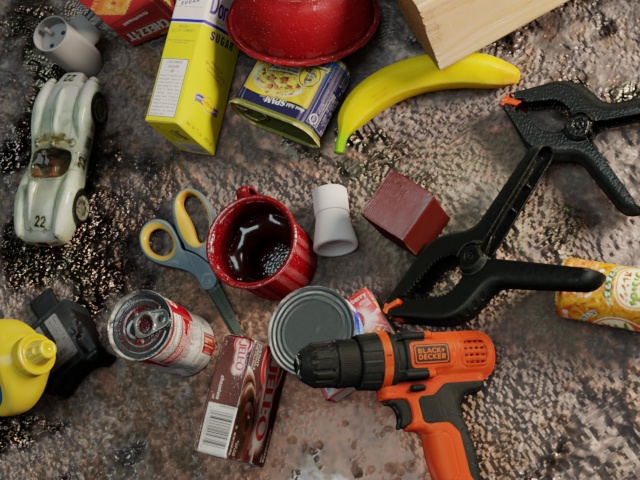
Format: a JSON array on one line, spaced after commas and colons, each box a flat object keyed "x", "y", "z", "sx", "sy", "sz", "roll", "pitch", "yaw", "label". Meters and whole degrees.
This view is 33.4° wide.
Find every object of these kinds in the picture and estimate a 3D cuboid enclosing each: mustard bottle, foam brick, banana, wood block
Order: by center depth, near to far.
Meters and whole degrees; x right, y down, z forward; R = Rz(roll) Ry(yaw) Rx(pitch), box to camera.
[{"x": 0.081, "y": -0.023, "z": 1.006, "sx": 0.051, "sy": 0.078, "sz": 0.053, "roll": 35, "pitch": 87, "yaw": 24, "label": "foam brick"}, {"x": 0.176, "y": -0.264, "z": 1.018, "sx": 0.206, "sy": 0.090, "sz": 0.091, "roll": -29, "pitch": 49, "yaw": 2, "label": "wood block"}, {"x": 0.096, "y": -0.150, "z": 1.065, "sx": 0.198, "sy": 0.037, "sz": 0.069, "roll": -22, "pitch": 81, "yaw": 13, "label": "banana"}, {"x": -0.323, "y": 0.131, "z": 1.072, "sx": 0.192, "sy": 0.058, "sz": 0.096, "roll": -23, "pitch": 75, "yaw": 41, "label": "mustard bottle"}]

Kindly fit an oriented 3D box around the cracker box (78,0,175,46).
[{"x": -0.241, "y": -0.329, "z": 1.141, "sx": 0.072, "sy": 0.213, "sz": 0.164, "roll": -19, "pitch": 68, "yaw": 15, "label": "cracker box"}]

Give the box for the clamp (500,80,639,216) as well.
[{"x": 0.254, "y": -0.109, "z": 0.992, "sx": 0.172, "sy": 0.039, "sz": 0.120, "roll": 34, "pitch": 86, "yaw": 25, "label": "clamp"}]

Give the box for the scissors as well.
[{"x": -0.132, "y": 0.042, "z": 1.097, "sx": 0.096, "sy": 0.016, "sz": 0.202, "roll": -20, "pitch": 68, "yaw": 15, "label": "scissors"}]

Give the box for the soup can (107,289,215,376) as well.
[{"x": -0.152, "y": 0.093, "z": 1.040, "sx": 0.069, "sy": 0.102, "sz": 0.068, "roll": -6, "pitch": 72, "yaw": 18, "label": "soup can"}]

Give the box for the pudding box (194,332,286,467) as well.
[{"x": -0.071, "y": 0.151, "z": 1.000, "sx": 0.039, "sy": 0.090, "sz": 0.113, "roll": 11, "pitch": 78, "yaw": 24, "label": "pudding box"}]

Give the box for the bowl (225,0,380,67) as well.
[{"x": -0.019, "y": -0.249, "z": 1.087, "sx": 0.162, "sy": 0.055, "sz": 0.162, "roll": -2, "pitch": 49, "yaw": 2, "label": "bowl"}]

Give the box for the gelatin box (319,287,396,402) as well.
[{"x": 0.027, "y": 0.100, "z": 1.013, "sx": 0.089, "sy": 0.030, "sz": 0.073, "roll": -34, "pitch": 65, "yaw": 7, "label": "gelatin box"}]

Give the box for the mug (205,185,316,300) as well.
[{"x": -0.057, "y": 0.001, "z": 1.046, "sx": 0.093, "sy": 0.081, "sz": 0.117, "roll": -24, "pitch": 67, "yaw": 11, "label": "mug"}]

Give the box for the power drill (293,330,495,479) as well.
[{"x": 0.074, "y": 0.170, "z": 0.924, "sx": 0.184, "sy": 0.057, "sz": 0.187, "roll": -3, "pitch": 75, "yaw": -14, "label": "power drill"}]

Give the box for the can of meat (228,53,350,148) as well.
[{"x": -0.030, "y": -0.154, "z": 1.098, "sx": 0.102, "sy": 0.057, "sz": 0.084, "roll": 23, "pitch": 80, "yaw": 24, "label": "can of meat"}]

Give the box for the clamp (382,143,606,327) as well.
[{"x": 0.150, "y": 0.025, "z": 0.960, "sx": 0.210, "sy": 0.036, "sz": 0.164, "roll": -38, "pitch": 43, "yaw": 19, "label": "clamp"}]

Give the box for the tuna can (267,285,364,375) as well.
[{"x": -0.003, "y": 0.087, "z": 0.992, "sx": 0.086, "sy": 0.033, "sz": 0.086, "roll": -7, "pitch": 71, "yaw": 19, "label": "tuna can"}]

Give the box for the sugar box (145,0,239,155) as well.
[{"x": -0.126, "y": -0.188, "z": 1.123, "sx": 0.048, "sy": 0.093, "sz": 0.176, "roll": 9, "pitch": 78, "yaw": 21, "label": "sugar box"}]
